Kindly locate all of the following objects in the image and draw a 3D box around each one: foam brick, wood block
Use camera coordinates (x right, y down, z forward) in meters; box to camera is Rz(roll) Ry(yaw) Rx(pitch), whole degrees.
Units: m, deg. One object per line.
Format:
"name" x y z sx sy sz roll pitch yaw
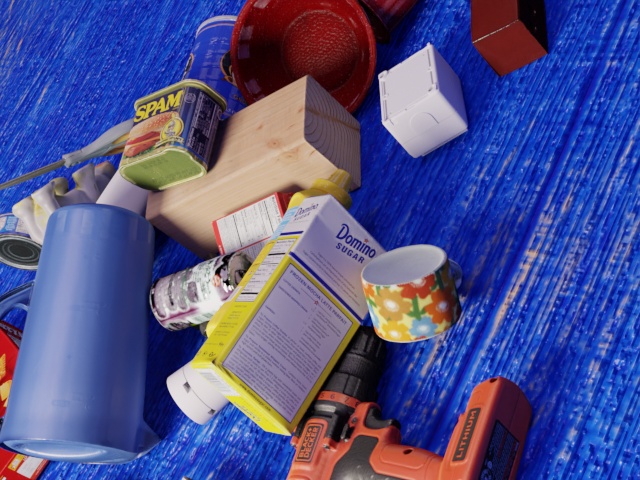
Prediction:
"foam brick" 0.173 -0.202 0.981 0.051 0.053 0.078 -21 48 32
"wood block" -0.069 -0.070 1.082 0.206 0.090 0.090 -24 46 30

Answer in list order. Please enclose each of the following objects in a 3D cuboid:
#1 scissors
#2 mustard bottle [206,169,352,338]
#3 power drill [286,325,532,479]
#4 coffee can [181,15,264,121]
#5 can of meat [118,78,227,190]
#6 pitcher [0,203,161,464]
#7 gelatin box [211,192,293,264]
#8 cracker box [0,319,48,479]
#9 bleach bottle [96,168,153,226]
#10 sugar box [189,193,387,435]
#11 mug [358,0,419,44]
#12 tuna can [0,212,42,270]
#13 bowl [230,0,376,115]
"scissors" -0.274 -0.103 1.228 0.201 0.016 0.096 -23 -7 -32
"mustard bottle" -0.026 0.015 0.945 0.191 0.058 0.096 -58 8 -20
"power drill" 0.063 0.144 0.811 0.188 0.057 0.184 -8 51 43
"coffee can" -0.105 -0.162 1.180 0.103 0.102 0.140 -12 52 38
"can of meat" -0.149 -0.103 1.067 0.102 0.057 0.084 -14 53 38
"pitcher" -0.237 0.090 1.033 0.145 0.149 0.243 -10 66 32
"gelatin box" -0.057 0.001 1.036 0.089 0.030 0.073 -23 79 31
"cracker box" -0.364 0.192 1.176 0.164 0.072 0.214 -55 38 -6
"bleach bottle" -0.198 -0.066 1.203 0.102 0.068 0.250 100 -164 -72
"sugar box" -0.018 0.058 0.863 0.048 0.093 0.176 -8 43 54
"mug" 0.054 -0.273 1.117 0.117 0.093 0.081 38 83 26
"tuna can" -0.367 0.002 1.318 0.086 0.086 0.033 -19 50 34
"bowl" -0.010 -0.195 1.112 0.162 0.162 0.055 -30 0 24
